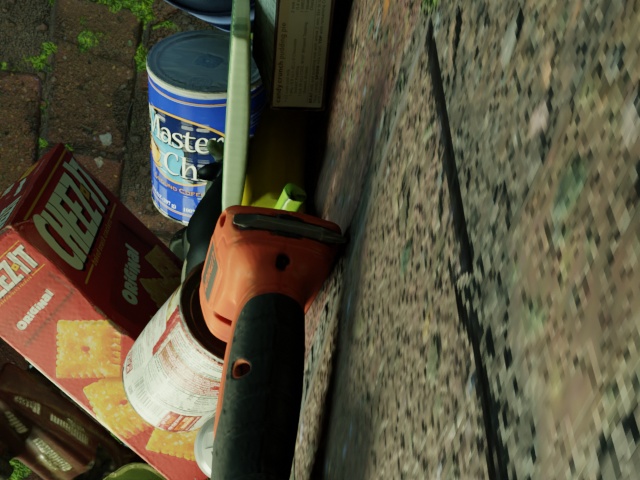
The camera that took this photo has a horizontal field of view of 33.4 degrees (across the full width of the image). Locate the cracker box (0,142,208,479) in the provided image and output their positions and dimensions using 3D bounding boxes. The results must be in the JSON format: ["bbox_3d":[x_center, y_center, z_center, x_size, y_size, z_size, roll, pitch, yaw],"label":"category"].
[{"bbox_3d":[-0.139,0.048,0.743,0.072,0.213,0.164,-39,19,13],"label":"cracker box"}]

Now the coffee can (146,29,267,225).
[{"bbox_3d":[-0.097,-0.096,0.926,0.103,0.103,0.140,-89,3,-50],"label":"coffee can"}]

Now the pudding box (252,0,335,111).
[{"bbox_3d":[-0.016,-0.145,0.638,0.090,0.039,0.113,-111,21,-58],"label":"pudding box"}]

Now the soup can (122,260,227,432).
[{"bbox_3d":[-0.068,0.063,0.620,0.102,0.068,0.068,-47,30,47],"label":"soup can"}]

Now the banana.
[{"bbox_3d":[-0.021,-0.040,0.639,0.070,0.037,0.198,-59,17,23],"label":"banana"}]

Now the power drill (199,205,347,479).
[{"bbox_3d":[-0.034,0.094,0.475,0.185,0.057,0.187,120,157,-57],"label":"power drill"}]
